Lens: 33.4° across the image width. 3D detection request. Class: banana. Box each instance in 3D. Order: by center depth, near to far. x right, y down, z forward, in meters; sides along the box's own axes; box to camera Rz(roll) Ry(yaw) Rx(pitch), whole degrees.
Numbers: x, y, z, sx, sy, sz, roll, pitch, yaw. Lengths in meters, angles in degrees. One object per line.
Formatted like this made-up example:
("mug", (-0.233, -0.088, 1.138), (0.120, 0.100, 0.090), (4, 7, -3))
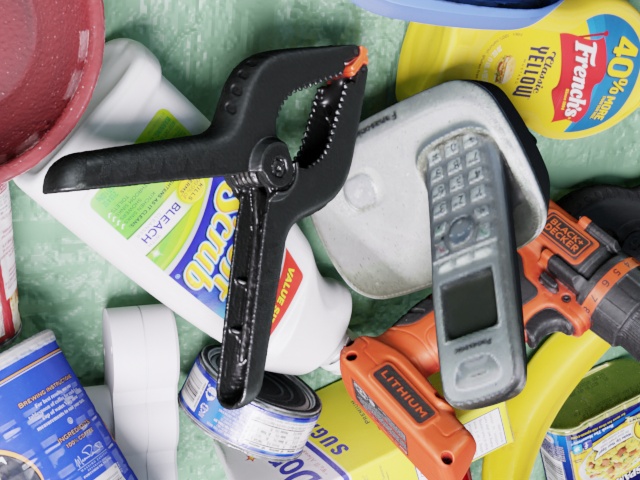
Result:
("banana", (0.161, 0.118, 0.755), (0.037, 0.070, 0.197), (41, 71, -38))

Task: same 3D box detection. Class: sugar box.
("sugar box", (0.026, 0.131, 0.699), (0.176, 0.093, 0.048), (-22, 119, -13))

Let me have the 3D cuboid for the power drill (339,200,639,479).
("power drill", (0.120, 0.065, 0.650), (0.187, 0.185, 0.057), (-37, 149, -16))

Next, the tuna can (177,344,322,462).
("tuna can", (-0.043, 0.099, 0.660), (0.086, 0.086, 0.034), (20, 102, -29))

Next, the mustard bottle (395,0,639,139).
("mustard bottle", (0.147, -0.110, 0.661), (0.191, 0.058, 0.096), (3, 120, -25))

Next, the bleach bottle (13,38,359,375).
("bleach bottle", (-0.054, 0.001, 0.626), (0.102, 0.068, 0.250), (-51, 125, -4))

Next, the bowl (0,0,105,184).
("bowl", (-0.184, -0.103, 0.511), (0.162, 0.055, 0.162), (-1, 99, -9))

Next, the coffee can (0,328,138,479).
("coffee can", (-0.157, 0.134, 0.580), (0.102, 0.103, 0.140), (-31, 91, -8))

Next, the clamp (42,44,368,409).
("clamp", (-0.041, -0.040, 0.559), (0.164, 0.036, 0.209), (49, 58, -34))

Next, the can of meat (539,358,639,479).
("can of meat", (0.213, 0.147, 0.807), (0.102, 0.057, 0.084), (-23, 118, -11))
